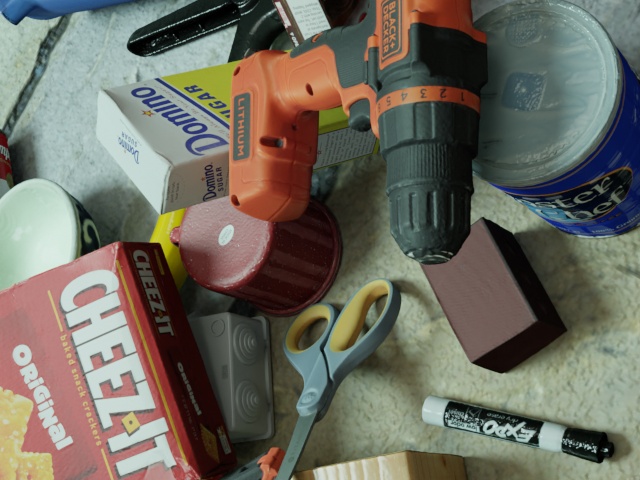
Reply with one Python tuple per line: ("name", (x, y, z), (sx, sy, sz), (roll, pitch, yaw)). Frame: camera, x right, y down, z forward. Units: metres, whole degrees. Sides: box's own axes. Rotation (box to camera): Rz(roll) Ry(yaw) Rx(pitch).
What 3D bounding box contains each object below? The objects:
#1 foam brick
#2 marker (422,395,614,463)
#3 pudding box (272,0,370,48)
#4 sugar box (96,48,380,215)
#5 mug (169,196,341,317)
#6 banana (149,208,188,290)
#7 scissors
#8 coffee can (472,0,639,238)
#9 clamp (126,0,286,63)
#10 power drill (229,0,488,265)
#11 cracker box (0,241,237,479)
("foam brick", (0.107, 0.035, 0.663), (0.051, 0.052, 0.078), (-35, 63, 20))
("marker", (0.120, 0.116, 0.655), (0.121, 0.020, 0.020), (8, 82, 33))
("pudding box", (0.018, -0.159, 0.715), (0.039, 0.090, 0.113), (-3, 40, 34))
("sugar box", (-0.051, -0.080, 0.721), (0.093, 0.175, 0.048), (46, 138, 34))
("mug", (-0.055, 0.001, 0.754), (0.117, 0.081, 0.093), (6, 81, 32))
("banana", (-0.135, 0.022, 0.801), (0.197, 0.069, 0.037), (-51, 20, -17))
("scissors", (-0.014, 0.099, 0.684), (0.096, 0.016, 0.201), (-6, 39, 47))
("coffee can", (0.140, -0.065, 0.614), (0.103, 0.140, 0.103), (-8, 74, 30))
("clamp", (-0.049, -0.173, 0.816), (0.210, 0.036, 0.165), (-42, 54, 14))
("power drill", (0.018, -0.065, 0.596), (0.188, 0.057, 0.184), (-18, 65, 52))
("cracker box", (-0.186, 0.113, 0.721), (0.214, 0.072, 0.164), (-23, 82, 15))
